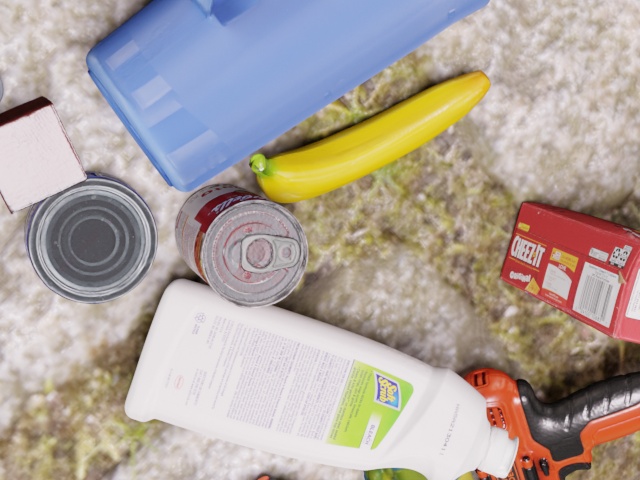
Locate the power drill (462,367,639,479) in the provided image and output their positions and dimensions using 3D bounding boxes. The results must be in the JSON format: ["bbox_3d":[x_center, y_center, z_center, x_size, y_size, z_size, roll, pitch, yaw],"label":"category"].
[{"bbox_3d":[0.209,0.163,0.802,0.188,0.057,0.184,-16,114,11],"label":"power drill"}]

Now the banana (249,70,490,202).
[{"bbox_3d":[0.031,-0.066,0.735,0.197,0.070,0.037,-25,87,-26],"label":"banana"}]

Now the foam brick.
[{"bbox_3d":[-0.182,-0.055,0.665,0.051,0.078,0.053,-27,108,-12],"label":"foam brick"}]

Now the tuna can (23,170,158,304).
[{"bbox_3d":[-0.151,-0.002,0.706,0.086,0.034,0.086,-3,100,-17],"label":"tuna can"}]

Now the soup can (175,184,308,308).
[{"bbox_3d":[-0.055,0.001,0.701,0.068,0.102,0.068,-3,100,-17],"label":"soup can"}]

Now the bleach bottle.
[{"bbox_3d":[0.005,0.110,0.711,0.251,0.068,0.102,19,92,3],"label":"bleach bottle"}]

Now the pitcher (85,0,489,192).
[{"bbox_3d":[-0.024,-0.145,0.668,0.242,0.145,0.149,-36,111,-6],"label":"pitcher"}]

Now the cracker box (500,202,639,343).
[{"bbox_3d":[0.265,0.037,0.775,0.213,0.164,0.072,13,97,-19],"label":"cracker box"}]
